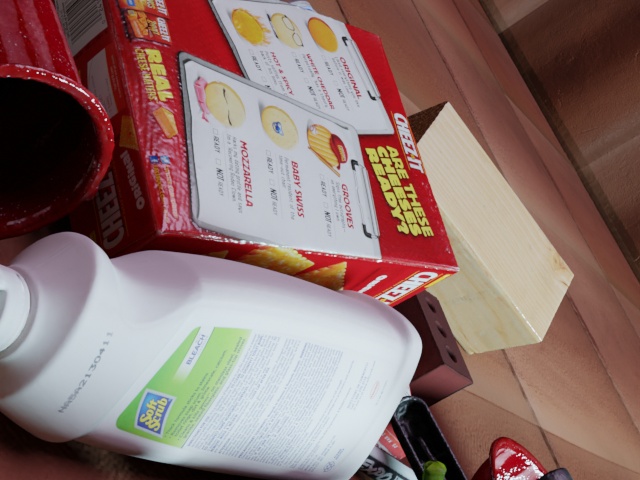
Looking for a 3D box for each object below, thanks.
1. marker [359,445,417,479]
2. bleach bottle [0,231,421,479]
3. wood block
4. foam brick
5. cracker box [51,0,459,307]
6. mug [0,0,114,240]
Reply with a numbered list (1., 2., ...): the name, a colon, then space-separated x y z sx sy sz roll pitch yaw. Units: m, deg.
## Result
1. marker: 0.029 0.131 0.643 0.121 0.020 0.020 40 25 -40
2. bleach bottle: -0.052 0.045 0.455 0.068 0.102 0.250 28 0 36
3. wood block: 0.121 -0.007 0.945 0.206 0.090 0.090 51 50 -19
4. foam brick: 0.067 0.076 0.776 0.053 0.051 0.078 34 29 -50
5. cracker box: -0.037 -0.050 0.571 0.213 0.072 0.164 8 58 -46
6. mug: -0.132 -0.055 0.436 0.117 0.093 0.081 38 22 -52
